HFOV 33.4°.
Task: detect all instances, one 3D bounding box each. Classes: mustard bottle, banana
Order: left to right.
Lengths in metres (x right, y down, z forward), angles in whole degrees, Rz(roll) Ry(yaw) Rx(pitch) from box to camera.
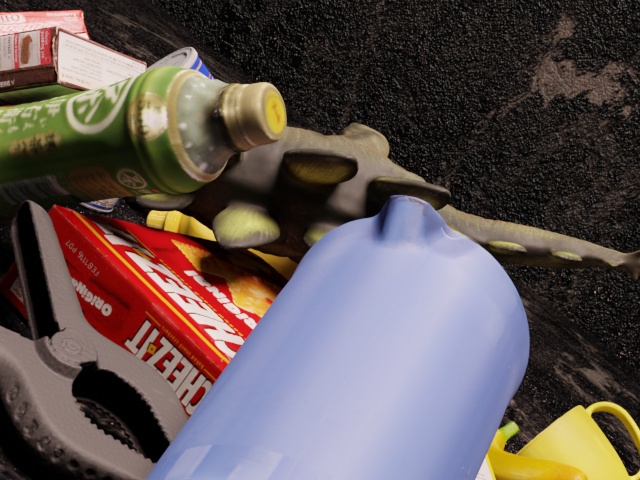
[{"bbox_3d":[-0.056,0.002,0.904,0.192,0.058,0.096,12,22,11],"label":"mustard bottle"},{"bbox_3d":[0.147,0.175,0.845,0.037,0.069,0.198,60,-3,-6],"label":"banana"}]

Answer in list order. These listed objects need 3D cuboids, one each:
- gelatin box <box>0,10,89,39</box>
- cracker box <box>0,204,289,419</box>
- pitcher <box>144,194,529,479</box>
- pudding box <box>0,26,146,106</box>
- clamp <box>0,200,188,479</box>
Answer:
[{"bbox_3d":[-0.212,-0.129,0.759,0.073,0.089,0.030,-9,72,-31],"label":"gelatin box"},{"bbox_3d":[-0.066,0.060,0.666,0.164,0.072,0.213,39,11,25],"label":"cracker box"},{"bbox_3d":[0.008,0.099,0.473,0.149,0.145,0.242,52,29,-6],"label":"pitcher"},{"bbox_3d":[-0.177,-0.104,0.690,0.090,0.039,0.113,-6,-2,19],"label":"pudding box"},{"bbox_3d":[-0.135,0.061,0.501,0.210,0.036,0.164,46,25,18],"label":"clamp"}]
